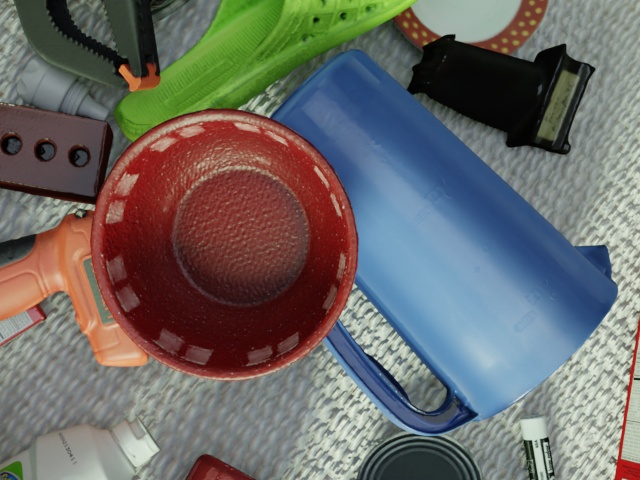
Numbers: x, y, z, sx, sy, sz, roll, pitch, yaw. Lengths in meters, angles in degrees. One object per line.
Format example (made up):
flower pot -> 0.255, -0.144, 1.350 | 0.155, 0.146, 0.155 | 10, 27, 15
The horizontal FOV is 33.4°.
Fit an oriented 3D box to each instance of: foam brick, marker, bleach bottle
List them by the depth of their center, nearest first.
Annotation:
bleach bottle -> -0.209, 0.198, 0.664 | 0.250, 0.103, 0.068 | -34, 134, -11
foam brick -> -0.181, -0.057, 0.712 | 0.078, 0.051, 0.053 | 9, 84, -9
marker -> 0.161, 0.186, 0.762 | 0.020, 0.020, 0.121 | -8, 86, -10

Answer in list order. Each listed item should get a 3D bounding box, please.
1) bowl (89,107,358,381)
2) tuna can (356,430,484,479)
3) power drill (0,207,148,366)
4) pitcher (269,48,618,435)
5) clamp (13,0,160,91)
bowl -> -0.054, 0.001, 0.650 | 0.162, 0.055, 0.162 | 1, 97, 8
tuna can -> 0.067, 0.173, 0.719 | 0.086, 0.034, 0.086 | -4, 50, 5
power drill -> -0.207, 0.069, 0.663 | 0.187, 0.057, 0.184 | -17, 90, -13
pitcher -> 0.062, 0.000, 0.710 | 0.243, 0.149, 0.145 | 46, 124, 1
clamp -> -0.168, -0.187, 0.683 | 0.210, 0.036, 0.165 | 46, 115, 7
